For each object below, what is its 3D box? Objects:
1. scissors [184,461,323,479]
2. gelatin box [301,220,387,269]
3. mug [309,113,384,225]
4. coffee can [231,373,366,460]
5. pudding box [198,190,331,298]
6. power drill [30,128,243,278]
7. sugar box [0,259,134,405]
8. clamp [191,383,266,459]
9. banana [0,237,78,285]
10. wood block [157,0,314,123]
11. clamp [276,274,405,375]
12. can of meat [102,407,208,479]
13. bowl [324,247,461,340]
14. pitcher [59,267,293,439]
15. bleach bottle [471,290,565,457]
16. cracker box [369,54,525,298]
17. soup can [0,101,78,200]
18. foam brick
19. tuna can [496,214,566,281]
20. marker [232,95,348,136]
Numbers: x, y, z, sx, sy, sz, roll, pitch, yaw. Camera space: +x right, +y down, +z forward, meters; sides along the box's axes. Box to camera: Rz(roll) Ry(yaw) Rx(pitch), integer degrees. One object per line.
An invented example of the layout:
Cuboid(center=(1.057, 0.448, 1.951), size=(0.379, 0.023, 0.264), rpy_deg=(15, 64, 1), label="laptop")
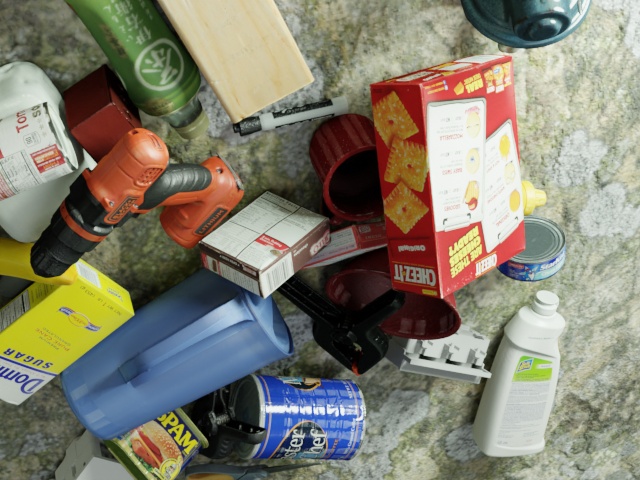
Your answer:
Cuboid(center=(-0.076, 0.302, 1.365), size=(0.202, 0.016, 0.096), rpy_deg=(-6, 149, 20), label="scissors")
Cuboid(center=(0.023, 0.004, 1.173), size=(0.089, 0.030, 0.073), rpy_deg=(-20, 174, 32), label="gelatin box")
Cuboid(center=(0.032, -0.071, 1.127), size=(0.093, 0.081, 0.117), rpy_deg=(11, 122, -26), label="mug")
Cuboid(center=(-0.029, 0.219, 1.315), size=(0.140, 0.103, 0.103), rpy_deg=(6, 124, -24), label="coffee can")
Cuboid(center=(-0.057, 0.001, 1.116), size=(0.113, 0.090, 0.039), rpy_deg=(-38, 139, -36), label="pudding box")
Cuboid(center=(-0.175, -0.029, 1.045), size=(0.185, 0.057, 0.187), rpy_deg=(-43, 161, 23), label="power drill")
Cuboid(center=(-0.296, 0.098, 1.137), size=(0.176, 0.048, 0.093), rpy_deg=(-39, 132, 10), label="sugar box")
Cuboid(center=(-0.114, 0.220, 1.275), size=(0.039, 0.120, 0.172), rpy_deg=(-7, 143, -27), label="clamp")
Cuboid(center=(-0.342, 0.028, 1.075), size=(0.198, 0.037, 0.069), rpy_deg=(-11, 115, 13), label="banana")
Cuboid(center=(-0.095, -0.222, 0.960), size=(0.090, 0.091, 0.206), rpy_deg=(-28, 131, 3), label="wood block")
Cuboid(center=(0.038, 0.099, 1.246), size=(0.165, 0.036, 0.210), rpy_deg=(7, 147, 26), label="clamp")
Cuboid(center=(-0.197, 0.237, 1.261), size=(0.083, 0.058, 0.102), rpy_deg=(-47, 112, -28), label="can of meat")
Cuboid(center=(0.090, 0.054, 1.232), size=(0.162, 0.055, 0.162), rpy_deg=(16, 154, 8), label="bowl")
Cuboid(center=(-0.163, 0.120, 1.170), size=(0.243, 0.145, 0.149), rpy_deg=(-30, 132, 8), label="pitcher")
Cuboid(center=(0.276, 0.175, 1.418), size=(0.102, 0.068, 0.251), rpy_deg=(-2, 124, -19), label="bleach bottle")
Cuboid(center=(0.132, -0.070, 1.085), size=(0.163, 0.072, 0.214), rpy_deg=(-24, 114, -44), label="cracker box")
Cuboid(center=(-0.275, -0.074, 0.943), size=(0.102, 0.068, 0.068), rpy_deg=(-22, 130, -3), label="soup can")
Cuboid(center=(-0.205, -0.119, 1.009), size=(0.051, 0.078, 0.053), rpy_deg=(-31, 130, 7), label="foam brick")
Cuboid(center=(0.246, 0.009, 1.263), size=(0.086, 0.086, 0.034), rpy_deg=(-16, 131, -8), label="tuna can")
Cuboid(center=(-0.031, -0.128, 1.101), size=(0.121, 0.020, 0.020), rpy_deg=(-13, 129, -9), label="marker")
